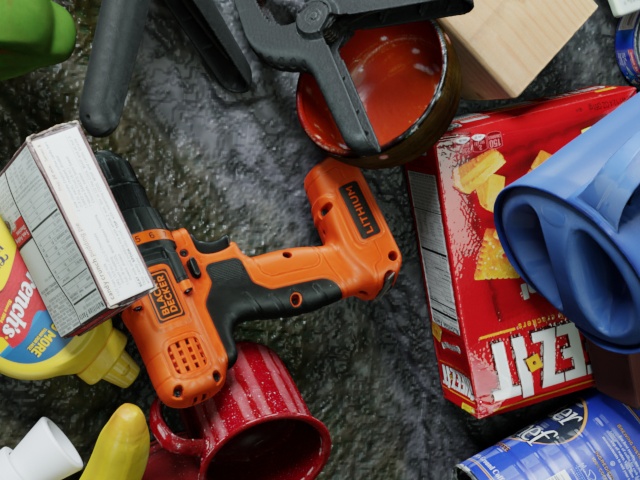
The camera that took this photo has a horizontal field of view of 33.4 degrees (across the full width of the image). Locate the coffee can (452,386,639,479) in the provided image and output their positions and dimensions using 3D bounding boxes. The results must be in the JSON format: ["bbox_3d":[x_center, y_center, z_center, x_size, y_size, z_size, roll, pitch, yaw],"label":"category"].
[{"bbox_3d":[0.186,0.182,0.804,0.140,0.103,0.103,-27,104,-10],"label":"coffee can"}]

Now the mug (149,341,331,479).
[{"bbox_3d":[-0.060,0.123,0.723,0.117,0.081,0.093,4,124,-29],"label":"mug"}]

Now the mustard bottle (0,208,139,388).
[{"bbox_3d":[-0.198,0.035,0.700,0.191,0.058,0.096,40,75,-17],"label":"mustard bottle"}]

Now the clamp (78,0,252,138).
[{"bbox_3d":[-0.100,-0.175,0.664,0.036,0.164,0.210,0,100,29],"label":"clamp"}]

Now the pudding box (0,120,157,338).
[{"bbox_3d":[-0.152,-0.003,0.647,0.039,0.090,0.113,-27,90,-36],"label":"pudding box"}]

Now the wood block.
[{"bbox_3d":[0.076,-0.199,0.727,0.206,0.090,0.091,44,84,-16],"label":"wood block"}]

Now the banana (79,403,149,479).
[{"bbox_3d":[-0.165,0.183,0.715,0.198,0.069,0.037,-48,65,14],"label":"banana"}]

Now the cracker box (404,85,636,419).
[{"bbox_3d":[0.160,0.006,0.788,0.164,0.072,0.214,-14,102,-14],"label":"cracker box"}]

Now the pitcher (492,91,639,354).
[{"bbox_3d":[0.242,-0.052,0.694,0.242,0.149,0.145,-38,110,-17],"label":"pitcher"}]

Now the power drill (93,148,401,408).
[{"bbox_3d":[-0.055,0.001,0.717,0.187,0.057,0.184,-20,73,-18],"label":"power drill"}]

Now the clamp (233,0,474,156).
[{"bbox_3d":[0.003,-0.127,0.686,0.120,0.172,0.039,-61,146,-9],"label":"clamp"}]
